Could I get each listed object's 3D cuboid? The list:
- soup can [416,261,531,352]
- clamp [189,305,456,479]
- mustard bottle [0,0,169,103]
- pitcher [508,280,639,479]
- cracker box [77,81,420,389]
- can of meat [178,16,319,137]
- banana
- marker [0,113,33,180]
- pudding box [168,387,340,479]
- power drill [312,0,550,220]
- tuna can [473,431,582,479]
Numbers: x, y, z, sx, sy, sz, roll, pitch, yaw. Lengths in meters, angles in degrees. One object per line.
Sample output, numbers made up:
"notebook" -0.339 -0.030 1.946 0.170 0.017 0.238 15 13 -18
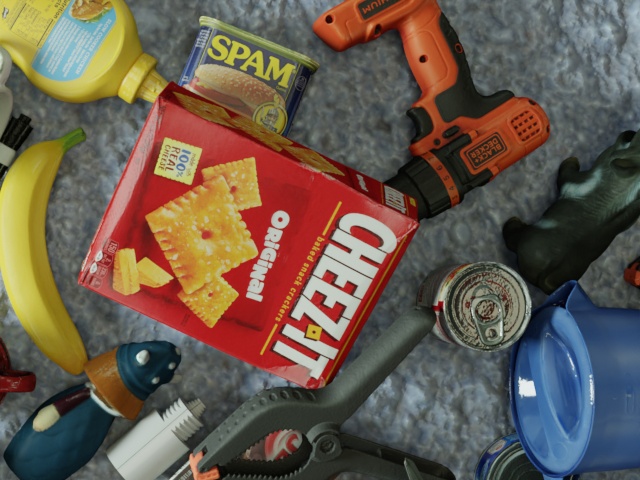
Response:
"soup can" 0.118 0.051 0.846 0.068 0.102 0.068 0 88 -7
"clamp" 0.008 0.154 0.814 0.210 0.036 0.164 -21 115 -8
"mustard bottle" -0.202 -0.164 0.835 0.191 0.058 0.096 31 84 -5
"pitcher" 0.282 0.127 0.846 0.242 0.149 0.145 2 43 -16
"cracker box" -0.055 0.001 0.814 0.213 0.072 0.164 26 108 -6
"can of meat" -0.064 -0.119 0.853 0.102 0.057 0.084 22 88 -5
"banana" -0.219 0.008 0.838 0.069 0.037 0.198 -1 88 -6
"marker" -0.263 -0.047 0.840 0.020 0.020 0.121 31 88 -5
"pudding box" -0.053 0.186 0.845 0.113 0.039 0.090 -42 93 -14
"power drill" 0.072 -0.114 0.870 0.184 0.057 0.187 -32 95 -11
"tuna can" 0.172 0.203 0.882 0.086 0.034 0.086 0 88 -7
